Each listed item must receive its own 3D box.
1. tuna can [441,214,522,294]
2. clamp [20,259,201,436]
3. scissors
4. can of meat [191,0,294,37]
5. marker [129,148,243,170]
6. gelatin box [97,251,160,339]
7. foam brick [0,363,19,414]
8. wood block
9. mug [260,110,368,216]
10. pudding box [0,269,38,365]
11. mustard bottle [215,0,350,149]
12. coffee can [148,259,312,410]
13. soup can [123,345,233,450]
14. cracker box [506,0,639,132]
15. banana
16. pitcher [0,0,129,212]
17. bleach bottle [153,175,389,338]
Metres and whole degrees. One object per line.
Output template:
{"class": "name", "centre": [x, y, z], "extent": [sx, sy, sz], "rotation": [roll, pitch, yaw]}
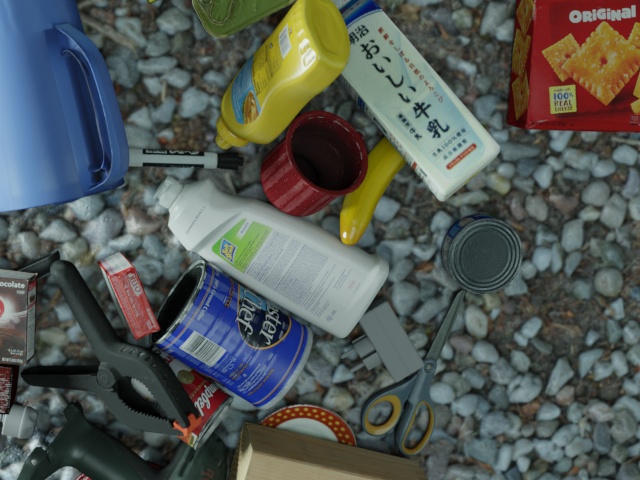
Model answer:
{"class": "tuna can", "centre": [0.179, 0.014, 1.186], "extent": [0.086, 0.034, 0.086], "rotation": [-2, 102, -9]}
{"class": "clamp", "centre": [-0.215, 0.137, 1.084], "extent": [0.210, 0.036, 0.165], "rotation": [38, 125, 9]}
{"class": "scissors", "centre": [0.102, 0.148, 1.211], "extent": [0.096, 0.016, 0.202], "rotation": [7, 101, -11]}
{"class": "can of meat", "centre": [-0.078, -0.245, 1.061], "extent": [0.102, 0.084, 0.057], "rotation": [-28, 105, -3]}
{"class": "marker", "centre": [-0.141, -0.085, 1.118], "extent": [0.121, 0.020, 0.020], "rotation": [2, 102, -10]}
{"class": "gelatin box", "centre": [-0.198, 0.056, 1.101], "extent": [0.030, 0.089, 0.073], "rotation": [-24, 106, -15]}
{"class": "foam brick", "centre": [-0.341, 0.142, 1.103], "extent": [0.053, 0.078, 0.051], "rotation": [6, 99, -12]}
{"class": "wood block", "centre": [0.008, 0.275, 1.162], "extent": [0.206, 0.090, 0.091], "rotation": [15, 99, -12]}
{"class": "mug", "centre": [-0.003, -0.080, 1.103], "extent": [0.117, 0.082, 0.093], "rotation": [-35, 89, -35]}
{"class": "pudding box", "centre": [-0.342, 0.073, 1.065], "extent": [0.113, 0.039, 0.090], "rotation": [5, 104, -1]}
{"class": "mustard bottle", "centre": [-0.048, -0.152, 1.063], "extent": [0.058, 0.096, 0.192], "rotation": [16, 139, -34]}
{"class": "coffee can", "centre": [-0.094, 0.100, 1.118], "extent": [0.140, 0.103, 0.103], "rotation": [34, 95, -18]}
{"class": "soup can", "centre": [-0.152, 0.164, 1.129], "extent": [0.102, 0.068, 0.068], "rotation": [34, 95, 8]}
{"class": "cracker box", "centre": [0.293, -0.223, 1.135], "extent": [0.164, 0.072, 0.214], "rotation": [1, 101, -10]}
{"class": "banana", "centre": [0.081, -0.080, 1.134], "extent": [0.197, 0.070, 0.037], "rotation": [-42, 146, -5]}
{"class": "pitcher", "centre": [-0.269, -0.154, 1.021], "extent": [0.149, 0.145, 0.243], "rotation": [-11, 101, -4]}
{"class": "bleach bottle", "centre": [-0.057, 0.001, 1.129], "extent": [0.250, 0.068, 0.102], "rotation": [32, 97, -12]}
